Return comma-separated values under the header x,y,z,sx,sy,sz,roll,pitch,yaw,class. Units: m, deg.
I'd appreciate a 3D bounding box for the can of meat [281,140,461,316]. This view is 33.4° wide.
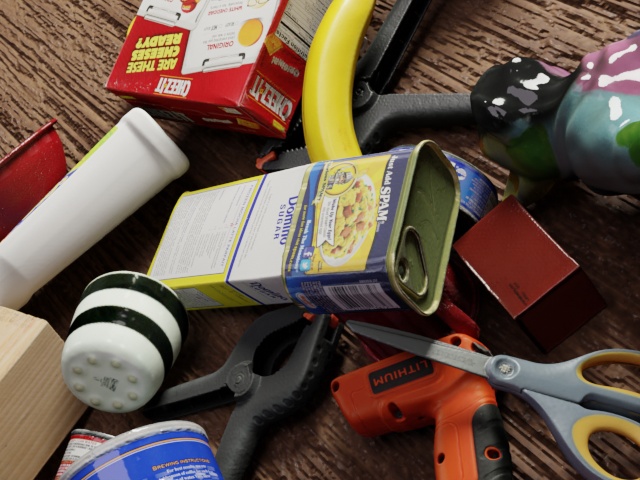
x,y,z,sx,sy,sz,roll,pitch,yaw,class
0.029,-0.005,0.643,0.084,0.057,0.102,-5,57,34,can of meat

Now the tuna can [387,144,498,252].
x,y,z,sx,sy,sz,roll,pitch,yaw,class
0.076,-0.028,0.721,0.086,0.086,0.033,9,64,38,tuna can

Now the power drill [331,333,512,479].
x,y,z,sx,sy,sz,roll,pitch,yaw,class
0.058,0.161,0.628,0.185,0.057,0.187,-22,53,16,power drill

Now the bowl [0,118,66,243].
x,y,z,sx,sy,sz,roll,pitch,yaw,class
-0.284,-0.039,0.965,0.162,0.055,0.162,-38,13,10,bowl

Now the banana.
x,y,z,sx,sy,sz,roll,pitch,yaw,class
0.020,-0.104,0.797,0.069,0.037,0.198,-6,78,-4,banana

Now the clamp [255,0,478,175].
x,y,z,sx,sy,sz,roll,pitch,yaw,class
0.044,-0.103,0.826,0.210,0.036,0.165,-38,53,11,clamp

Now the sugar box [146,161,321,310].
x,y,z,sx,sy,sz,roll,pitch,yaw,class
-0.055,0.001,0.792,0.177,0.048,0.093,-5,58,47,sugar box

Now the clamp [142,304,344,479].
x,y,z,sx,sy,sz,roll,pitch,yaw,class
-0.056,0.103,0.756,0.171,0.039,0.120,-50,51,-1,clamp

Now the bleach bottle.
x,y,z,sx,sy,sz,roll,pitch,yaw,class
-0.224,-0.003,0.889,0.250,0.068,0.103,-43,11,-6,bleach bottle

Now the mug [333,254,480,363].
x,y,z,sx,sy,sz,roll,pitch,yaw,class
0.054,0.034,0.696,0.093,0.081,0.117,-51,47,-5,mug

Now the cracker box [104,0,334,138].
x,y,z,sx,sy,sz,roll,pitch,yaw,class
-0.065,-0.199,0.880,0.164,0.072,0.213,13,78,40,cracker box

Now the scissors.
x,y,z,sx,sy,sz,roll,pitch,yaw,class
0.111,0.092,0.601,0.202,0.016,0.096,4,54,4,scissors

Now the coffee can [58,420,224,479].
x,y,z,sx,sy,sz,roll,pitch,yaw,class
-0.091,0.197,0.651,0.103,0.102,0.140,-35,61,10,coffee can

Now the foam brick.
x,y,z,sx,sy,sz,roll,pitch,yaw,class
0.131,0.021,0.675,0.053,0.051,0.078,-40,46,6,foam brick

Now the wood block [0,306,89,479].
x,y,z,sx,sy,sz,roll,pitch,yaw,class
-0.273,0.156,0.799,0.090,0.090,0.206,11,54,36,wood block
